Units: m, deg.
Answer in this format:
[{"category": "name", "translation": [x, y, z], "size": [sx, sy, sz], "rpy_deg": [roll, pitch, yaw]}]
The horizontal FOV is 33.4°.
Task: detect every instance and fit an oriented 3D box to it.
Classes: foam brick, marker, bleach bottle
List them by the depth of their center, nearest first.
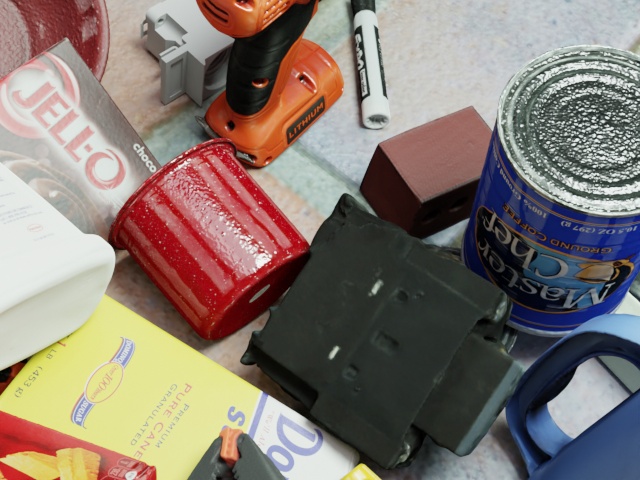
[{"category": "bleach bottle", "translation": [-0.227, -0.041, 0.551], "size": [0.251, 0.068, 0.102], "rpy_deg": [42, 37, 16]}, {"category": "foam brick", "translation": [0.075, -0.041, 0.682], "size": [0.078, 0.053, 0.051], "rpy_deg": [-24, 67, -22]}, {"category": "marker", "translation": [0.034, -0.132, 0.748], "size": [0.020, 0.020, 0.121], "rpy_deg": [2, 59, -10]}]

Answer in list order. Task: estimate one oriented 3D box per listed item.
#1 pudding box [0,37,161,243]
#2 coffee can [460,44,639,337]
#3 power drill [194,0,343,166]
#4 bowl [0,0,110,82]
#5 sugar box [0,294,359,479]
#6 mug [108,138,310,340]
[{"category": "pudding box", "translation": [-0.153, -0.047, 0.623], "size": [0.090, 0.039, 0.113], "rpy_deg": [-42, 104, -28]}, {"category": "coffee can", "translation": [0.136, -0.022, 0.580], "size": [0.103, 0.140, 0.103], "rpy_deg": [0, 61, -1]}, {"category": "power drill", "translation": [-0.008, -0.143, 0.647], "size": [0.057, 0.188, 0.184], "rpy_deg": [39, 62, 14]}, {"category": "bowl", "translation": [-0.215, -0.130, 0.654], "size": [0.161, 0.055, 0.162], "rpy_deg": [5, 80, -31]}, {"category": "sugar box", "translation": [-0.076, 0.109, 0.567], "size": [0.176, 0.048, 0.093], "rpy_deg": [29, 58, 8]}, {"category": "mug", "translation": [-0.054, 0.001, 0.620], "size": [0.081, 0.093, 0.117], "rpy_deg": [49, 26, 12]}]
